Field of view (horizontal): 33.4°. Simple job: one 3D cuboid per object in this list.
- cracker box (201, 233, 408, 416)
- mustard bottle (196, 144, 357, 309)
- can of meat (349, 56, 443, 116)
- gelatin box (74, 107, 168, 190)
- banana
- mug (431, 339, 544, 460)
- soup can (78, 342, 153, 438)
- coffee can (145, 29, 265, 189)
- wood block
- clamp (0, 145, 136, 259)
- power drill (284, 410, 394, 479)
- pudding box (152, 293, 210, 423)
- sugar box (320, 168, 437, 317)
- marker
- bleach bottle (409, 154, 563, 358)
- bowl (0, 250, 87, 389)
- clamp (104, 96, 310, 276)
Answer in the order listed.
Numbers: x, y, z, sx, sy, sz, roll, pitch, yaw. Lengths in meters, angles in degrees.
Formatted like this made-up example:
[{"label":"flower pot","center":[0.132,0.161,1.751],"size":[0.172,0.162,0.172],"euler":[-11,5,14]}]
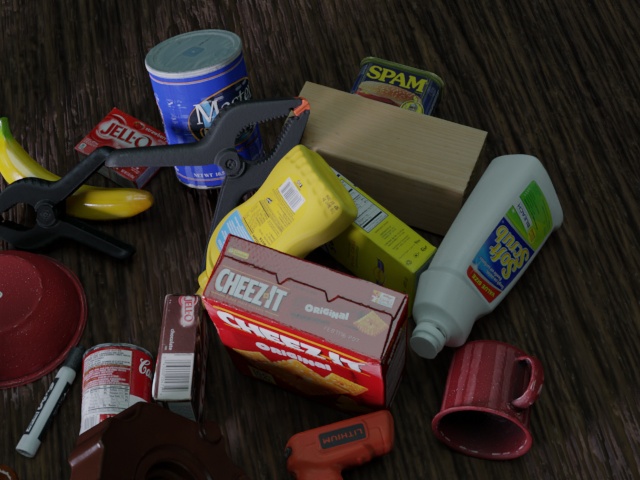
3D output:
[{"label":"cracker box","center":[-0.008,0.087,0.966],"size":[0.164,0.213,0.072],"euler":[18,70,11]},{"label":"mustard bottle","center":[-0.057,0.001,1.060],"size":[0.192,0.058,0.096],"euler":[-43,60,16]},{"label":"can of meat","center":[0.080,-0.153,1.220],"size":[0.102,0.057,0.084],"euler":[18,60,12]},{"label":"gelatin box","center":[-0.220,-0.103,1.206],"size":[0.089,0.030,0.073],"euler":[29,61,18]},{"label":"banana","center":[-0.278,-0.061,1.160],"size":[0.198,0.070,0.037],"euler":[27,28,5]},{"label":"mug","center":[0.163,0.142,0.992],"size":[0.093,0.117,0.081],"euler":[30,51,-17]},{"label":"soup can","center":[-0.194,0.157,1.010],"size":[0.068,0.068,0.102],"euler":[-2,57,-1]},{"label":"coffee can","center":[-0.122,-0.141,1.147],"size":[0.103,0.140,0.103],"euler":[-7,34,5]},{"label":"wood block","center":[0.066,-0.087,1.156],"size":[0.206,0.090,0.090],"euler":[17,58,12]},{"label":"clamp","center":[-0.276,-0.022,1.131],"size":[0.172,0.039,0.120],"euler":[-15,93,15]},{"label":"power drill","center":[0.055,0.247,0.933],"size":[0.184,0.057,0.188],"euler":[-13,59,-9]},{"label":"pudding box","center":[-0.130,0.120,1.021],"size":[0.039,0.090,0.113],"euler":[1,57,3]},{"label":"sugar box","center":[0.040,-0.006,1.101],"size":[0.176,0.093,0.048],"euler":[36,64,23]},{"label":"marker","center":[-0.260,0.154,1.042],"size":[0.020,0.020,0.121],"euler":[16,58,11]},{"label":"bleach bottle","center":[0.157,0.025,1.050],"size":[0.068,0.102,0.250],"euler":[-1,39,39]},{"label":"bowl","center":[-0.321,0.066,1.081],"size":[0.162,0.055,0.162],"euler":[-1,57,1]},{"label":"clamp","center":[-0.103,-0.085,1.094],"size":[0.210,0.036,0.164],"euler":[-44,107,5]}]
